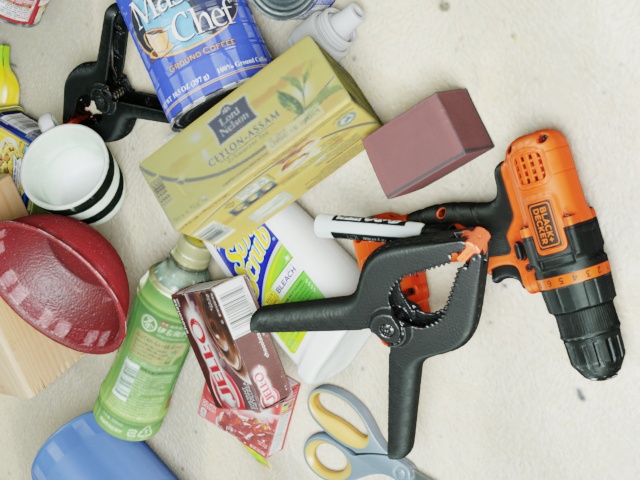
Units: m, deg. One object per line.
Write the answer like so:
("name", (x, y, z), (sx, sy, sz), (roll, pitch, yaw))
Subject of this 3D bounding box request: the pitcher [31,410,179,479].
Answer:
("pitcher", (-0.177, 0.277, 1.013), (0.243, 0.144, 0.149), (44, 146, 27))

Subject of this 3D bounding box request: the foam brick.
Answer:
("foam brick", (0.081, -0.074, 0.812), (0.078, 0.052, 0.051), (-30, 83, 35))

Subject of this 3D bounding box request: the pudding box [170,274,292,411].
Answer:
("pudding box", (-0.077, 0.088, 0.909), (0.090, 0.039, 0.113), (-13, 98, 58))

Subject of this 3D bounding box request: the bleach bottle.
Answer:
("bleach bottle", (-0.056, 0.001, 0.923), (0.251, 0.067, 0.103), (45, 123, 22))

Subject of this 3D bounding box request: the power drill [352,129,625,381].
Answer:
("power drill", (0.125, 0.027, 0.802), (0.188, 0.057, 0.184), (-17, 87, 34))

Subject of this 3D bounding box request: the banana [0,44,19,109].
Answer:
("banana", (-0.368, -0.121, 1.136), (0.198, 0.037, 0.069), (-39, 54, 33))

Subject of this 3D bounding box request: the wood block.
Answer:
("wood block", (-0.325, 0.045, 1.066), (0.090, 0.090, 0.206), (1, 120, 39))

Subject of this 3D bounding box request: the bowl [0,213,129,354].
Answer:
("bowl", (-0.232, 0.029, 0.980), (0.162, 0.055, 0.162), (20, 139, 18))

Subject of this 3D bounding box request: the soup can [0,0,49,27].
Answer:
("soup can", (-0.280, -0.264, 1.018), (0.068, 0.068, 0.102), (47, 123, 18))

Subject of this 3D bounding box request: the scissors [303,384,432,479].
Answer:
("scissors", (0.058, 0.206, 0.915), (0.202, 0.016, 0.096), (41, 123, 21))

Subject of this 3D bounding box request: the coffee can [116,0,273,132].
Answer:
("coffee can", (-0.105, -0.175, 0.891), (0.103, 0.102, 0.140), (-27, 85, 36))

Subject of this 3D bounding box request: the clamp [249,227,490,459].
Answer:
("clamp", (0.046, 0.056, 0.795), (0.164, 0.036, 0.210), (36, 126, 5))

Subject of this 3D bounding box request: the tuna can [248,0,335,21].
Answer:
("tuna can", (-0.022, -0.221, 0.864), (0.086, 0.033, 0.086), (9, 106, 34))

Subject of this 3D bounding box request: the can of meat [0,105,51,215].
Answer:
("can of meat", (-0.299, -0.074, 1.082), (0.084, 0.057, 0.102), (29, 117, 25))

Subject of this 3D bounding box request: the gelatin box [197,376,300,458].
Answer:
("gelatin box", (-0.067, 0.146, 0.982), (0.089, 0.030, 0.073), (28, 115, 27))

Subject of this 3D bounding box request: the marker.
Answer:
("marker", (0.050, -0.007, 0.800), (0.121, 0.020, 0.020), (6, 104, 34))

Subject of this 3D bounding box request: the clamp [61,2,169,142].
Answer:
("clamp", (-0.184, -0.131, 0.988), (0.120, 0.039, 0.172), (56, 141, 1))
